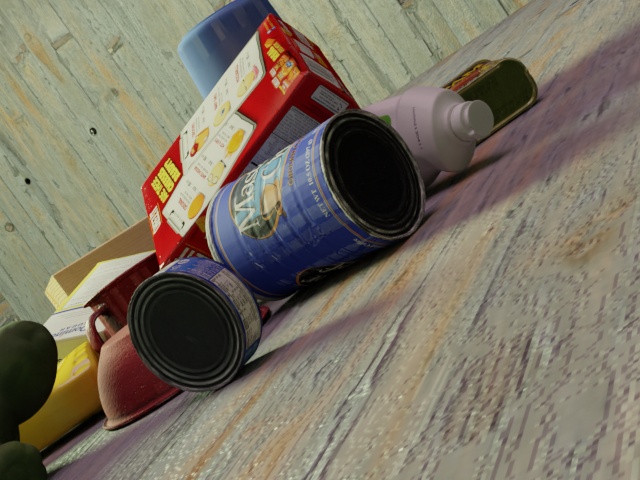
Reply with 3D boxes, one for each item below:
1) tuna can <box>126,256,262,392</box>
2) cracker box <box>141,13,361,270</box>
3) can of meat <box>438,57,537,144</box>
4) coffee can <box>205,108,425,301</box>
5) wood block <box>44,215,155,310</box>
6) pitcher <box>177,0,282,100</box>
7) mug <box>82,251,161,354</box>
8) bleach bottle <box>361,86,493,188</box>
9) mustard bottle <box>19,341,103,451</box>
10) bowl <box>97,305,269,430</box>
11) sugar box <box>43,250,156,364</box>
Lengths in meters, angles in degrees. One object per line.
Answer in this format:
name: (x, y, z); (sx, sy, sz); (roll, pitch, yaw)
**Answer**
tuna can: (-0.082, 0.055, 0.705); (0.086, 0.086, 0.033); (-31, 6, 30)
cracker box: (-0.067, -0.079, 0.955); (0.214, 0.072, 0.164); (-52, 29, 15)
can of meat: (0.147, -0.128, 1.009); (0.102, 0.057, 0.084); (-36, 9, -3)
coffee can: (-0.006, -0.024, 0.809); (0.141, 0.103, 0.102); (-28, 9, 42)
wood block: (-0.219, 0.034, 1.302); (0.205, 0.091, 0.090); (-35, -2, -26)
pitcher: (-0.045, -0.126, 1.115); (0.149, 0.243, 0.144); (-31, 6, 25)
mug: (-0.159, 0.070, 0.957); (0.093, 0.081, 0.117); (-36, 0, 39)
bleach bottle: (0.053, -0.066, 0.923); (0.067, 0.102, 0.251); (-16, 0, -37)
mustard bottle: (-0.264, 0.166, 0.933); (0.191, 0.058, 0.096); (-36, 11, -4)
bowl: (-0.121, 0.080, 0.849); (0.162, 0.055, 0.162); (-35, 6, 4)
sugar box: (-0.214, 0.072, 1.073); (0.093, 0.048, 0.176); (-12, 25, 20)
